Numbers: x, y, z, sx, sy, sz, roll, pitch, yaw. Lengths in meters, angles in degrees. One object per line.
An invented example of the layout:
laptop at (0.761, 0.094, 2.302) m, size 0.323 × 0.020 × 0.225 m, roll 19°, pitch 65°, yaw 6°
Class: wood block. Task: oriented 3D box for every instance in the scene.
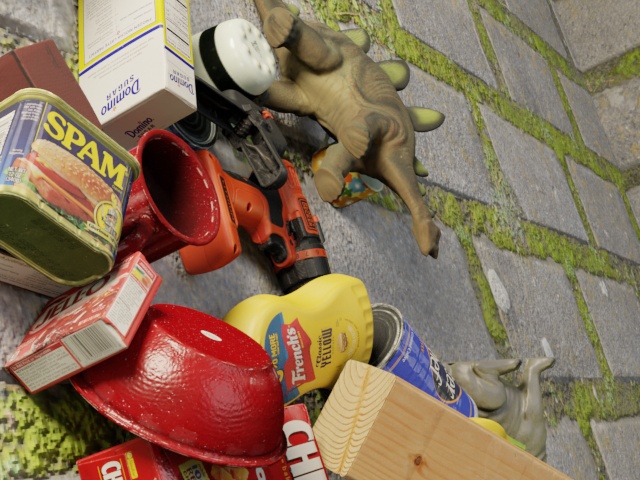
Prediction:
wood block at (0.102, 0.191, 0.893) m, size 0.206 × 0.090 × 0.091 m, roll 33°, pitch 80°, yaw -22°

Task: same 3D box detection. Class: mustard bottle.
mustard bottle at (-0.036, 0.090, 0.878) m, size 0.191 × 0.058 × 0.096 m, roll -13°, pitch 110°, yaw -47°

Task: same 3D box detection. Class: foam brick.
foam brick at (-0.204, -0.096, 0.763) m, size 0.078 × 0.051 × 0.053 m, roll 62°, pitch 25°, yaw -9°

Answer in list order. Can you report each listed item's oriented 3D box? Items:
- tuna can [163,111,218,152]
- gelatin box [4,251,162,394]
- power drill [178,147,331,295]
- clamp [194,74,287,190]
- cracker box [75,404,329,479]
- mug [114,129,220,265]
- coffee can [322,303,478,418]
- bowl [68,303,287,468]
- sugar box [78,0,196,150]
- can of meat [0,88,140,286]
tuna can at (-0.128, -0.112, 0.940) m, size 0.086 × 0.034 × 0.086 m, roll 43°, pitch 33°, yaw -39°
gelatin box at (-0.152, 0.053, 0.687) m, size 0.030 × 0.089 × 0.073 m, roll 53°, pitch 28°, yaw -21°
power drill at (-0.056, 0.001, 0.956) m, size 0.187 × 0.057 × 0.184 m, roll 16°, pitch 50°, yaw -61°
clamp at (-0.073, -0.105, 0.931) m, size 0.120 × 0.039 × 0.171 m, roll 50°, pitch 7°, yaw -12°
cracker box at (-0.059, 0.209, 0.749) m, size 0.213 × 0.072 × 0.164 m, roll 4°, pitch 65°, yaw -62°
mug at (-0.136, -0.017, 0.787) m, size 0.093 × 0.082 × 0.117 m, roll 53°, pitch 28°, yaw -25°
coffee can at (0.072, 0.143, 1.019) m, size 0.140 × 0.103 × 0.102 m, roll 50°, pitch 30°, yaw -29°
bowl at (-0.085, 0.087, 0.719) m, size 0.162 × 0.055 × 0.162 m, roll 24°, pitch 10°, yaw -5°
sugar box at (-0.152, -0.164, 0.873) m, size 0.048 × 0.093 × 0.176 m, roll 30°, pitch 43°, yaw -50°
can of meat at (-0.169, -0.031, 0.677) m, size 0.102 × 0.058 × 0.084 m, roll 41°, pitch 40°, yaw -37°
